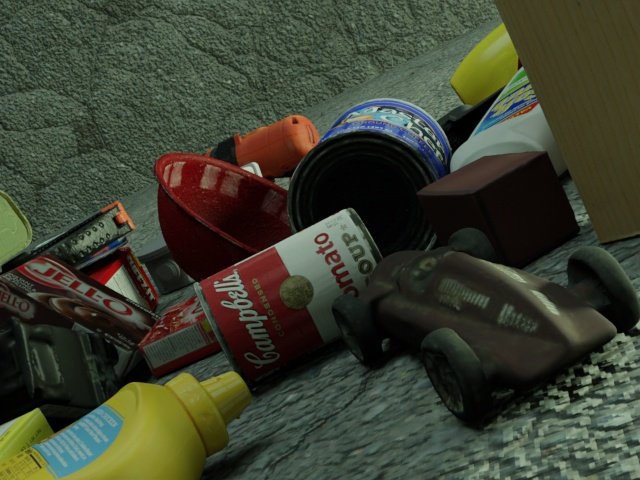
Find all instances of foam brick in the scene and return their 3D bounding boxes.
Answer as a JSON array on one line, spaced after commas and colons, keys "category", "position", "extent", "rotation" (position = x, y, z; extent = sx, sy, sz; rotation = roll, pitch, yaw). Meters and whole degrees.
[{"category": "foam brick", "position": [0.102, -0.017, 0.621], "extent": [0.051, 0.053, 0.078], "rotation": [-29, 11, -15]}]

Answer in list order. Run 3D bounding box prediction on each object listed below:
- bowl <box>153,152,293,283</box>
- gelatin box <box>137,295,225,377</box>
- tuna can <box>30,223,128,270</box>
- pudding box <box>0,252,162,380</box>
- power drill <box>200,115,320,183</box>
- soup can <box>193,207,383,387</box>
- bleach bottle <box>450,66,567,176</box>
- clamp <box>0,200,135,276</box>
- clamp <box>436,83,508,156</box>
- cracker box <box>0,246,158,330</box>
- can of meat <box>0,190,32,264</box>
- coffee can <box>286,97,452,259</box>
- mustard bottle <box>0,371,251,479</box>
[{"category": "bowl", "position": [-0.055, 0.001, 0.763], "extent": [0.055, 0.162, 0.162], "rotation": [-61, 0, 17]}, {"category": "gelatin box", "position": [-0.084, 0.059, 0.776], "extent": [0.073, 0.030, 0.089], "rotation": [-24, 11, 14]}, {"category": "tuna can", "position": [-0.224, 0.005, 0.991], "extent": [0.086, 0.034, 0.086], "rotation": [-25, 9, 4]}, {"category": "pudding box", "position": [-0.178, 0.057, 0.784], "extent": [0.039, 0.113, 0.090], "rotation": [-60, -2, 14]}, {"category": "power drill", "position": [-0.045, -0.069, 1.076], "extent": [0.185, 0.057, 0.187], "rotation": [-19, -8, 32]}, {"category": "soup can", "position": [-0.013, 0.033, 0.619], "extent": [0.102, 0.068, 0.068], "rotation": [-27, 10, -3]}, {"category": "bleach bottle", "position": [0.160, -0.080, 0.774], "extent": [0.103, 0.068, 0.250], "rotation": [-21, 14, 32]}, {"category": "clamp", "position": [-0.249, 0.034, 0.882], "extent": [0.210, 0.036, 0.165], "rotation": [-32, 11, -9]}, {"category": "clamp", "position": [0.116, -0.088, 0.983], "extent": [0.120, 0.039, 0.172], "rotation": [-39, 5, -12]}, {"category": "cracker box", "position": [-0.242, 0.082, 0.943], "extent": [0.164, 0.072, 0.213], "rotation": [-26, 9, 3]}, {"category": "can of meat", "position": [-0.298, 0.013, 0.863], "extent": [0.084, 0.057, 0.102], "rotation": [-29, 11, 36]}, {"category": "coffee can", "position": [0.039, -0.040, 0.752], "extent": [0.103, 0.103, 0.140], "rotation": [-24, 10, 15]}, {"category": "mustard bottle", "position": [-0.115, 0.115, 0.483], "extent": [0.191, 0.058, 0.096], "rotation": [-31, 9, -21]}]
